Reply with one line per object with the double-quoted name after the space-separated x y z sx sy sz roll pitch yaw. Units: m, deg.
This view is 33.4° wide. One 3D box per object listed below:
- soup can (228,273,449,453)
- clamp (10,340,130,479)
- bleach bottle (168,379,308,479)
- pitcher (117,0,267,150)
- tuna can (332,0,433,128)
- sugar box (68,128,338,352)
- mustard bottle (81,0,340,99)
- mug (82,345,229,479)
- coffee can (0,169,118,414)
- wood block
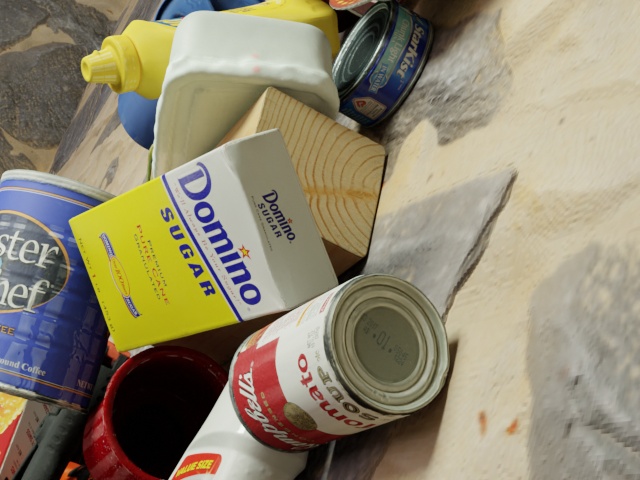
0.007 0.061 0.517 0.102 0.068 0.068 -33 35 54 "soup can"
-0.198 0.156 0.803 0.171 0.039 0.120 -60 19 1 "clamp"
-0.068 0.167 0.583 0.251 0.068 0.103 -64 19 -11 "bleach bottle"
-0.133 -0.155 1.099 0.149 0.145 0.243 -56 12 -20 "pitcher"
0.039 -0.122 0.731 0.086 0.033 0.086 -51 22 30 "tuna can"
-0.074 0.006 0.613 0.048 0.093 0.177 -23 2 -39 "sugar box"
-0.087 -0.143 0.798 0.096 0.191 0.058 19 121 53 "mustard bottle"
-0.102 0.136 0.692 0.082 0.093 0.117 -43 63 54 "mug"
-0.186 0.036 0.720 0.103 0.102 0.140 -15 57 65 "coffee can"
-0.055 0.002 0.720 0.206 0.090 0.090 -39 31 49 "wood block"
